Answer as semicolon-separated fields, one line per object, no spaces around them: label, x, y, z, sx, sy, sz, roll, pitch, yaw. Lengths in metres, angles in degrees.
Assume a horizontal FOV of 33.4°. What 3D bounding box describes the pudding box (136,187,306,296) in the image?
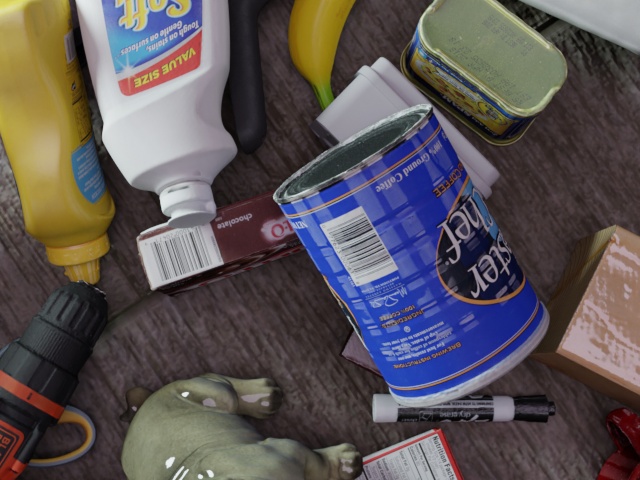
pudding box;-0.054;0.001;0.682;0.113;0.090;0.039;-17;84;-2

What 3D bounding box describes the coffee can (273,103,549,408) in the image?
coffee can;0.052;0.009;0.607;0.103;0.103;0.140;-32;102;-4

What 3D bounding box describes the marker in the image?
marker;0.096;0.112;0.710;0.121;0.020;0.020;0;85;-1

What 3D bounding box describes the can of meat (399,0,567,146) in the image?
can of meat;0.106;-0.114;0.698;0.102;0.084;0.057;38;85;2

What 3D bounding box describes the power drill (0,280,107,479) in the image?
power drill;-0.243;0.070;0.641;0.187;0.057;0.184;33;76;-14

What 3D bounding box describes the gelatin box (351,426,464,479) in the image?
gelatin box;0.053;0.172;0.699;0.089;0.030;0.073;-23;84;-2

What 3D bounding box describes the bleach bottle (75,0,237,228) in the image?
bleach bottle;-0.094;-0.131;0.653;0.102;0.068;0.251;-11;75;-10

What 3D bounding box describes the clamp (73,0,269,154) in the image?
clamp;-0.080;-0.173;0.718;0.165;0.036;0.210;18;78;15

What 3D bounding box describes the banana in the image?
banana;0.034;-0.184;0.730;0.069;0.037;0.198;36;88;-27

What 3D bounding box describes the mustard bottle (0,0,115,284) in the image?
mustard bottle;-0.169;-0.060;0.676;0.058;0.096;0.191;-10;111;-1
